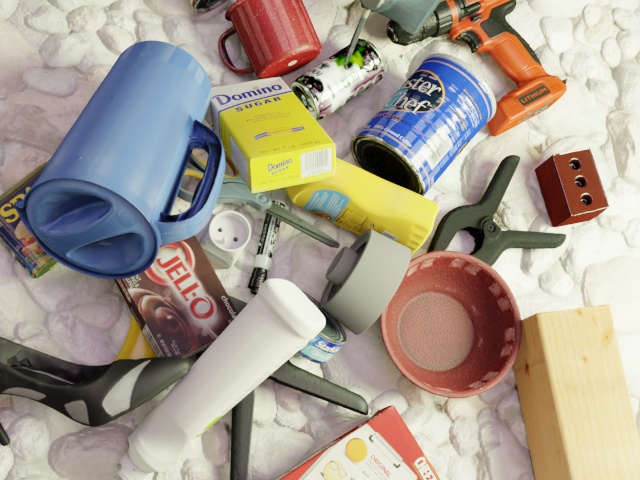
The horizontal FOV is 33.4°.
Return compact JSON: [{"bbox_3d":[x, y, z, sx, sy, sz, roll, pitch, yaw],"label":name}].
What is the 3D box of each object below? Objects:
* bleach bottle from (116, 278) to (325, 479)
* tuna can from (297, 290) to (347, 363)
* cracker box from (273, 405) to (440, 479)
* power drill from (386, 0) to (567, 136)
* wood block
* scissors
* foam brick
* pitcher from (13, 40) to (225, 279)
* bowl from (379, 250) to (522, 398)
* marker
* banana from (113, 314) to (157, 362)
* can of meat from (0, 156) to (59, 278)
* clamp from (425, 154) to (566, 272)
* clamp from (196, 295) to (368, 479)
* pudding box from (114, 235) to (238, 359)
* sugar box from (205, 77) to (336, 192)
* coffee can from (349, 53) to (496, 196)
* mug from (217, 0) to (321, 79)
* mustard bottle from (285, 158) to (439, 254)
[{"bbox_3d":[-0.107,0.146,1.038,0.251,0.102,0.068,-45,80,7],"label":"bleach bottle"},{"bbox_3d":[-0.015,0.089,1.116,0.086,0.086,0.034,41,103,-1],"label":"tuna can"},{"bbox_3d":[0.024,0.294,1.078,0.213,0.072,0.164,-30,84,-20],"label":"cracker box"},{"bbox_3d":[0.191,-0.221,1.267,0.184,0.057,0.188,-27,83,-19],"label":"power drill"},{"bbox_3d":[0.277,0.183,1.159,0.090,0.091,0.206,-6,77,-15],"label":"wood block"},{"bbox_3d":[-0.081,-0.037,1.142,0.202,0.016,0.096,41,49,14],"label":"scissors"},{"bbox_3d":[0.294,-0.061,1.252,0.053,0.051,0.078,-13,79,-16],"label":"foam brick"},{"bbox_3d":[-0.181,-0.088,1.066,0.149,0.145,0.242,36,45,-20],"label":"pitcher"},{"bbox_3d":[0.135,0.095,1.167,0.162,0.055,0.162,4,74,-13],"label":"bowl"},{"bbox_3d":[-0.058,0.001,1.165,0.020,0.020,0.121,16,72,-9],"label":"marker"},{"bbox_3d":[-0.190,0.073,1.103,0.069,0.037,0.198,15,72,-10],"label":"banana"},{"bbox_3d":[-0.283,-0.022,1.097,0.102,0.057,0.084,-42,90,-21],"label":"can of meat"},{"bbox_3d":[0.189,-0.023,1.222,0.171,0.039,0.120,-20,79,-18],"label":"clamp"},{"bbox_3d":[-0.073,0.147,1.112,0.164,0.036,0.210,-38,85,-15],"label":"clamp"},{"bbox_3d":[-0.144,0.061,1.078,0.089,0.039,0.113,-27,82,-23],"label":"pudding box"},{"bbox_3d":[-0.057,-0.116,1.129,0.093,0.048,0.176,-12,37,-17],"label":"sugar box"},{"bbox_3d":[0.116,-0.126,1.198,0.103,0.103,0.140,41,70,0],"label":"coffee can"},{"bbox_3d":[-0.060,-0.228,1.198,0.117,0.093,0.081,-24,86,12],"label":"mug"},{"bbox_3d":[0.026,-0.049,1.159,0.191,0.096,0.058,24,69,-6],"label":"mustard bottle"}]
